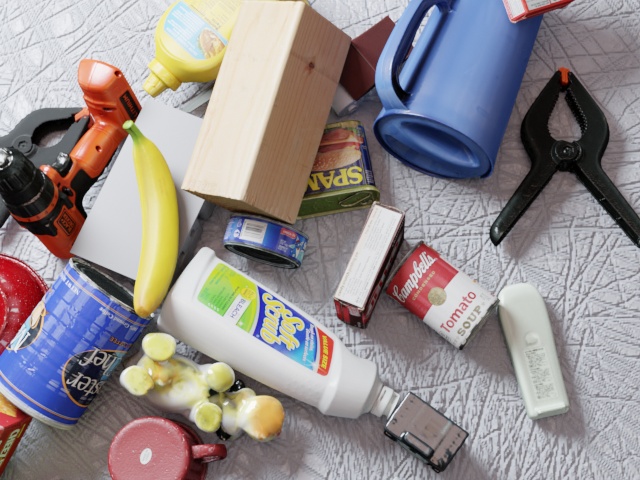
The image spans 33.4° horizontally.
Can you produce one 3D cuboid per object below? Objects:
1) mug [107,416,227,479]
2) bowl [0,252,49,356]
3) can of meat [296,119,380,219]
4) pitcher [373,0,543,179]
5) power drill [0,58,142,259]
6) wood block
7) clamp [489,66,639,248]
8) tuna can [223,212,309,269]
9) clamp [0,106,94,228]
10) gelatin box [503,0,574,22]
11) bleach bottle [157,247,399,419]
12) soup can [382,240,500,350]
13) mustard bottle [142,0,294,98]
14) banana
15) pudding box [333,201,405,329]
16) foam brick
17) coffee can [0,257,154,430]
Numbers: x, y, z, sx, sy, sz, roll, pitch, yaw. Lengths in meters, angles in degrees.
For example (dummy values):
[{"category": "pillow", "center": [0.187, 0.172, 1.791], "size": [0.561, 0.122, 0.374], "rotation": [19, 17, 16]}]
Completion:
[{"category": "mug", "center": [-0.151, 0.217, 1.056], "size": [0.117, 0.081, 0.093], "rotation": [-6, 74, 1]}, {"category": "bowl", "center": [-0.364, 0.083, 1.119], "size": [0.162, 0.055, 0.162], "rotation": [-1, 74, 2]}, {"category": "can of meat", "center": [0.007, -0.076, 1.145], "size": [0.102, 0.057, 0.084], "rotation": [-10, 71, -1]}, {"category": "pitcher", "center": [0.153, -0.198, 1.129], "size": [0.145, 0.149, 0.242], "rotation": [21, 73, 7]}, {"category": "power drill", "center": [-0.261, -0.094, 1.107], "size": [0.057, 0.184, 0.187], "rotation": [19, 68, 18]}, {"category": "wood block", "center": [-0.053, -0.130, 1.091], "size": [0.090, 0.090, 0.206], "rotation": [12, 81, 40]}, {"category": "clamp", "center": [0.253, -0.084, 1.144], "size": [0.164, 0.036, 0.210], "rotation": [-5, 72, 1]}, {"category": "tuna can", "center": [-0.057, 0.001, 1.110], "size": [0.086, 0.086, 0.034], "rotation": [15, 79, 7]}, {"category": "clamp", "center": [-0.323, -0.086, 1.172], "size": [0.171, 0.039, 0.120], "rotation": [-25, 76, -5]}, {"category": "gelatin box", "center": [0.213, -0.274, 1.092], "size": [0.073, 0.030, 0.089], "rotation": [-22, 91, -30]}, {"category": "bleach bottle", "center": [-0.034, 0.106, 1.086], "size": [0.251, 0.068, 0.102], "rotation": [27, 40, 4]}, {"category": "soup can", "center": [0.124, 0.057, 1.095], "size": [0.102, 0.068, 0.068], "rotation": [38, 79, 11]}, {"category": "mustard bottle", "center": [-0.122, -0.229, 1.157], "size": [0.096, 0.058, 0.191], "rotation": [43, 90, 17]}, {"category": "banana", "center": [-0.170, -0.018, 1.069], "size": [0.037, 0.069, 0.198], "rotation": [-17, 74, 34]}, {"category": "pudding box", "center": [0.051, 0.027, 1.095], "size": [0.039, 0.090, 0.113], "rotation": [20, 76, 8]}, {"category": "foam brick", "center": [0.055, -0.198, 1.157], "size": [0.053, 0.051, 0.078], "rotation": [51, 49, -2]}, {"category": "coffee can", "center": [-0.249, 0.103, 1.069], "size": [0.103, 0.102, 0.140], "rotation": [36, 90, 12]}]
